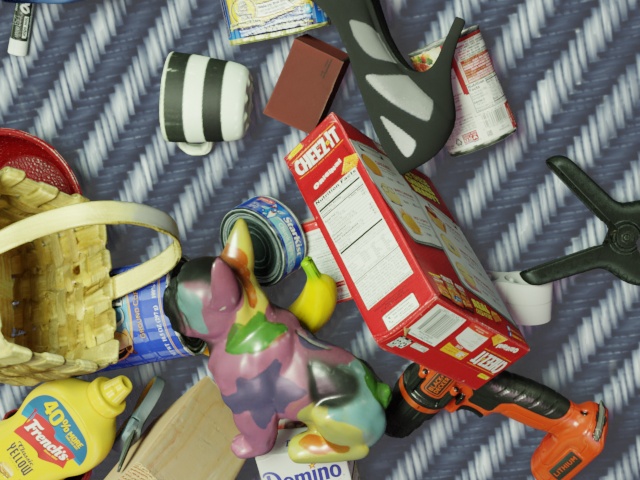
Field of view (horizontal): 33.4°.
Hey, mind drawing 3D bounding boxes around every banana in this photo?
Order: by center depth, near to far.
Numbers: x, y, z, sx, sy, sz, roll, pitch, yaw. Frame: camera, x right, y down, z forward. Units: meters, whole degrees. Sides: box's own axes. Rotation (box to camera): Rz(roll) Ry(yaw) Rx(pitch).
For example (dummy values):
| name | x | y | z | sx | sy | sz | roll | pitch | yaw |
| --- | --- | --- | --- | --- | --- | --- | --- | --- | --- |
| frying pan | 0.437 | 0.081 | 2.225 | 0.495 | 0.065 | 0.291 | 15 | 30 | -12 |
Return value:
| name | x | y | z | sx | sy | sz | roll | pitch | yaw |
| --- | --- | --- | --- | --- | --- | --- | --- | --- | --- |
| banana | -0.041 | 0.078 | 1.054 | 0.069 | 0.037 | 0.198 | 40 | 130 | -11 |

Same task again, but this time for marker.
| name | x | y | z | sx | sy | sz | roll | pitch | yaw |
| --- | --- | --- | --- | --- | --- | --- | --- | --- | --- |
| marker | -0.289 | -0.243 | 1.051 | 0.020 | 0.020 | 0.121 | 16 | 106 | 7 |

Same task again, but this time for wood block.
| name | x | y | z | sx | sy | sz | roll | pitch | yaw |
| --- | --- | --- | --- | --- | --- | --- | --- | --- | --- |
| wood block | -0.141 | 0.227 | 1.043 | 0.091 | 0.206 | 0.090 | -42 | 93 | 18 |

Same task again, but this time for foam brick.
| name | x | y | z | sx | sy | sz | roll | pitch | yaw |
| --- | --- | --- | --- | --- | --- | --- | --- | --- | --- |
| foam brick | -0.011 | -0.147 | 1.003 | 0.053 | 0.051 | 0.078 | 26 | 108 | 3 |

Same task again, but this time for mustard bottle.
| name | x | y | z | sx | sy | sz | roll | pitch | yaw |
| --- | --- | --- | --- | --- | --- | --- | --- | --- | --- |
| mustard bottle | -0.259 | 0.190 | 1.048 | 0.192 | 0.058 | 0.096 | -36 | 85 | 17 |

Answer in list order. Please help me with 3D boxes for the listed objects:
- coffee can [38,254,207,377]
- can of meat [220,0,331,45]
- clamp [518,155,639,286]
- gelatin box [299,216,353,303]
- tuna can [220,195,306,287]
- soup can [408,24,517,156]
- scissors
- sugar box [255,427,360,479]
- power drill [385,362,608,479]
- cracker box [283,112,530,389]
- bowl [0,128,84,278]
| name | x | y | z | sx | sy | sz | roll | pitch | yaw |
| --- | --- | --- | --- | --- | --- | --- | --- | --- | --- |
| coffee can | -0.194 | 0.076 | 1.070 | 0.140 | 0.102 | 0.103 | -11 | 102 | 14 |
| can of meat | -0.045 | -0.231 | 0.985 | 0.102 | 0.057 | 0.084 | -8 | 104 | 13 |
| clamp | 0.271 | -0.013 | 0.979 | 0.171 | 0.039 | 0.120 | 4 | 97 | -5 |
| gelatin box | 0.021 | 0.015 | 1.048 | 0.073 | 0.030 | 0.089 | -18 | 103 | 15 |
| tuna can | -0.057 | 0.001 | 1.039 | 0.086 | 0.033 | 0.086 | 21 | 126 | 32 |
| soup can | 0.130 | -0.135 | 0.968 | 0.069 | 0.068 | 0.102 | -21 | 99 | 16 |
| scissors | -0.193 | 0.200 | 1.050 | 0.016 | 0.201 | 0.096 | 34 | 111 | -7 |
| sugar box | -0.002 | 0.270 | 1.087 | 0.093 | 0.048 | 0.176 | -7 | 121 | 12 |
| power drill | 0.164 | 0.169 | 1.028 | 0.187 | 0.057 | 0.185 | 29 | 134 | -4 |
| cracker box | 0.072 | 0.011 | 0.917 | 0.072 | 0.164 | 0.214 | -40 | 52 | 18 |
| bowl | -0.306 | -0.038 | 1.088 | 0.162 | 0.055 | 0.162 | 3 | 105 | 11 |
